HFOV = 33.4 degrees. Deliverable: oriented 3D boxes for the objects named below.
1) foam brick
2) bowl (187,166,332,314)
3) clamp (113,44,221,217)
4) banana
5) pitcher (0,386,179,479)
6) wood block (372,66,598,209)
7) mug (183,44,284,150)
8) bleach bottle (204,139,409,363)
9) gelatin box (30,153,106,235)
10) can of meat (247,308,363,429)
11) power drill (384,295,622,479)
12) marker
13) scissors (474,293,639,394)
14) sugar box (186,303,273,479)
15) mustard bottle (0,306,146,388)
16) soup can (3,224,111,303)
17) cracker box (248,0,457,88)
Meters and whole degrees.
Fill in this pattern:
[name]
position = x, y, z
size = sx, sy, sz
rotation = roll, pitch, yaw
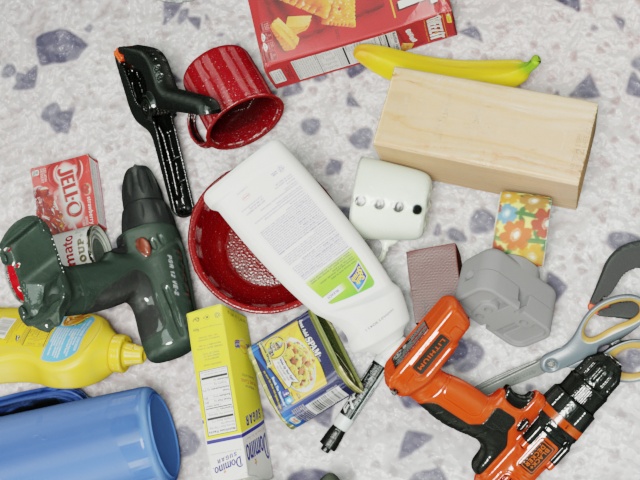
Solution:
[foam brick]
position = 0.120, 0.049, 1.087
size = 0.053, 0.051, 0.078
rotation = -8, 75, 12
[bowl]
position = -0.057, 0.001, 1.127
size = 0.162, 0.055, 0.162
rotation = 0, 78, 0
[clamp]
position = -0.177, -0.138, 1.182
size = 0.036, 0.165, 0.210
rotation = -13, 47, -32
[banana]
position = 0.135, -0.182, 1.129
size = 0.198, 0.069, 0.037
rotation = 5, 59, 17
[pitcher]
position = -0.275, 0.223, 1.105
size = 0.243, 0.145, 0.149
rotation = -16, 86, 5
[wood block]
position = 0.170, -0.105, 1.091
size = 0.206, 0.090, 0.090
rotation = 13, 79, 16
[mug]
position = -0.106, -0.152, 1.174
size = 0.117, 0.093, 0.081
rotation = -44, 64, 32
[bleach bottle]
position = -0.001, 0.025, 1.063
size = 0.102, 0.068, 0.251
rotation = -38, 86, 3
[gelatin box]
position = -0.287, -0.047, 1.214
size = 0.073, 0.030, 0.089
rotation = -13, 75, 9
[can of meat]
position = -0.017, 0.130, 1.088
size = 0.084, 0.057, 0.102
rotation = -32, 58, 8
[power drill]
position = 0.169, 0.138, 1.014
size = 0.187, 0.057, 0.184
rotation = 40, 94, -7
[marker]
position = 0.037, 0.165, 1.095
size = 0.020, 0.020, 0.121
rotation = 32, 86, 18
[scissors]
position = 0.246, 0.131, 1.054
size = 0.202, 0.016, 0.096
rotation = -40, 92, 17
[sugar box]
position = -0.091, 0.160, 1.087
size = 0.048, 0.093, 0.176
rotation = -16, 75, 10
[mustard bottle]
position = -0.279, 0.117, 1.147
size = 0.192, 0.058, 0.096
rotation = 2, 34, 13
[soup can]
position = -0.287, 0.026, 1.177
size = 0.102, 0.068, 0.068
rotation = -14, 74, 9
[cracker box]
position = 0.026, -0.280, 1.175
size = 0.214, 0.072, 0.164
rotation = -15, 75, 8
